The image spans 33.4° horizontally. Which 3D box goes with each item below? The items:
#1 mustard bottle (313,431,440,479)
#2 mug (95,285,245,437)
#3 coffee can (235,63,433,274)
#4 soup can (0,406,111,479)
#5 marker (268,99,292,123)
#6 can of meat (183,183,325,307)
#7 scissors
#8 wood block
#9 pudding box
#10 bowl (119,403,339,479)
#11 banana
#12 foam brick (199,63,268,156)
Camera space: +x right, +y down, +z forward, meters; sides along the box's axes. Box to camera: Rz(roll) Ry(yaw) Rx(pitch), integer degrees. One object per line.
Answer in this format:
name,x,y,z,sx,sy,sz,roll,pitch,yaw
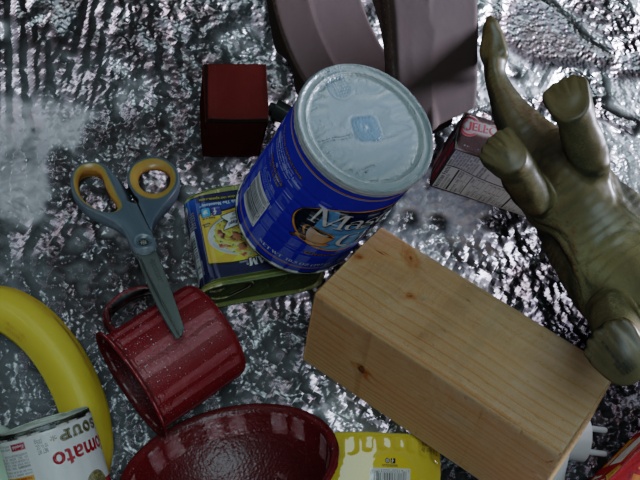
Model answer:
mustard bottle,0.043,0.241,0.793,0.096,0.058,0.191,7,71,-19
mug,-0.118,0.080,0.813,0.081,0.093,0.117,-33,59,-21
coffee can,0.006,-0.049,0.783,0.102,0.140,0.103,10,62,-19
soup can,-0.182,0.177,0.757,0.068,0.068,0.102,-16,89,-13
marker,0.010,-0.090,0.918,0.121,0.020,0.020,25,70,1
can of meat,-0.056,0.001,0.859,0.102,0.057,0.084,-10,71,-12
scissors,-0.125,-0.007,0.833,0.096,0.016,0.202,-26,52,-28
wood block,0.098,0.094,0.795,0.206,0.091,0.090,32,52,19
pudding box,0.156,-0.059,0.890,0.113,0.090,0.039,20,72,-2
bowl,-0.062,0.184,0.771,0.162,0.162,0.055,-16,113,-13
banana,-0.211,0.100,0.819,0.069,0.037,0.198,-44,80,4
foam brick,-0.072,-0.106,0.881,0.051,0.078,0.053,-1,74,-9
